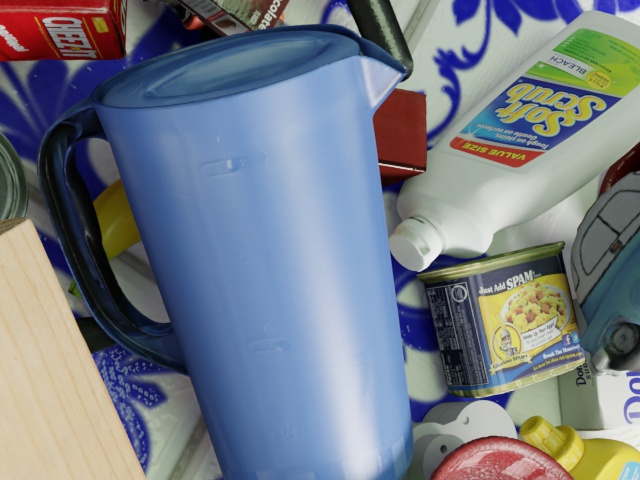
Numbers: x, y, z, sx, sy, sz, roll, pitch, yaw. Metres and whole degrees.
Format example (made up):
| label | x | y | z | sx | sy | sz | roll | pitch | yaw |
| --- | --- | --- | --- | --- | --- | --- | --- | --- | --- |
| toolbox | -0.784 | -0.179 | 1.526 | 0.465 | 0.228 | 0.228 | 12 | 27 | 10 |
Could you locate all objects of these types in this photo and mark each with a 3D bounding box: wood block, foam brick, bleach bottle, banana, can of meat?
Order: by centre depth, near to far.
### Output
| label | x | y | z | sx | sy | sz | roll | pitch | yaw |
| --- | --- | --- | --- | --- | --- | --- | --- | --- | --- |
| wood block | -0.140 | 0.103 | 0.458 | 0.090 | 0.091 | 0.206 | -38 | 115 | -45 |
| banana | -0.058 | -0.017 | 0.625 | 0.197 | 0.037 | 0.069 | -9 | 104 | -30 |
| foam brick | 0.021 | -0.067 | 0.668 | 0.078 | 0.053 | 0.051 | 7 | 77 | -30 |
| can of meat | 0.121 | 0.051 | 0.702 | 0.101 | 0.058 | 0.084 | -12 | 88 | -32 |
| bleach bottle | 0.142 | -0.060 | 0.715 | 0.103 | 0.068 | 0.250 | 34 | 58 | 26 |

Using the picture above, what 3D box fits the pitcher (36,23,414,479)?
| label | x | y | z | sx | sy | sz | roll | pitch | yaw |
| --- | --- | --- | --- | --- | --- | --- | --- | --- | --- |
| pitcher | -0.033 | 0.020 | 0.552 | 0.144 | 0.149 | 0.243 | -28 | 117 | -35 |
